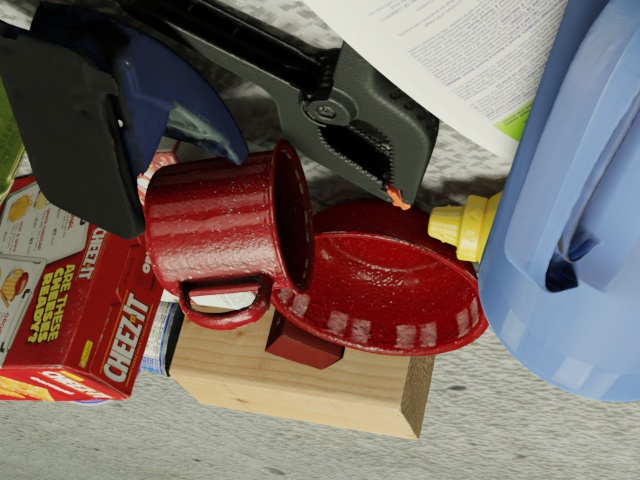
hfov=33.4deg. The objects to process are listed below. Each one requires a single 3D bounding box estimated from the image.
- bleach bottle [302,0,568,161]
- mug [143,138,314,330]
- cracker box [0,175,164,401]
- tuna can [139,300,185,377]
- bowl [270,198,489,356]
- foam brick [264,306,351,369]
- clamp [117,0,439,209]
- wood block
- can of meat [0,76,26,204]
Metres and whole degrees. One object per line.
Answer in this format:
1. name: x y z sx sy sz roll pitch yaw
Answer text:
1. bleach bottle: 0.082 -0.082 0.478 0.103 0.068 0.250 -33 136 19
2. mug: -0.054 0.001 0.631 0.081 0.117 0.093 -7 148 13
3. cracker box: -0.206 0.034 0.799 0.214 0.164 0.072 -7 149 41
4. tuna can: -0.138 0.075 0.944 0.034 0.086 0.086 13 156 7
5. bowl: 0.041 0.019 0.741 0.162 0.055 0.162 10 149 6
6. foam brick: -0.006 0.054 0.829 0.051 0.078 0.053 19 156 -12
7. clamp: 0.013 -0.086 0.566 0.165 0.036 0.209 -5 145 38
8. wood block: -0.013 0.104 0.927 0.206 0.090 0.090 6 155 19
9. can of meat: -0.221 -0.057 0.689 0.057 0.102 0.084 25 152 -19
